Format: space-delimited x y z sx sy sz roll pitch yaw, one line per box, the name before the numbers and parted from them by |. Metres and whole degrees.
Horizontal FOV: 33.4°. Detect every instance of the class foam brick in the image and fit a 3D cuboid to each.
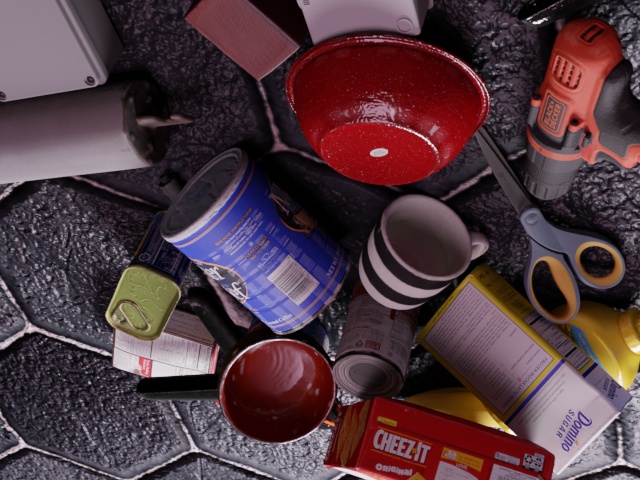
foam brick | -0.053 -0.172 0.814 0.078 0.053 0.051 39 132 -18

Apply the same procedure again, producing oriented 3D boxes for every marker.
marker | -0.112 -0.018 1.007 0.020 0.020 0.121 -18 125 31

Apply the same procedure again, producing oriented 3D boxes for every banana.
banana | 0.169 0.179 1.091 0.198 0.037 0.070 8 134 11

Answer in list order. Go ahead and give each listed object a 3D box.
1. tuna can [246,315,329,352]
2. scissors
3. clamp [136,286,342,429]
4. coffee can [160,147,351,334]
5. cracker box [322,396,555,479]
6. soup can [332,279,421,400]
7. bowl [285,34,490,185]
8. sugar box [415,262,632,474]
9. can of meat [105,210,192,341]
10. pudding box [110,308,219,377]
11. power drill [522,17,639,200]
tuna can | -0.035 0.107 1.091 0.086 0.033 0.086 9 135 9
scissors | 0.197 -0.021 0.899 0.096 0.016 0.202 -17 114 5
clamp | -0.070 0.132 1.075 0.210 0.036 0.165 19 129 -5
coffee can | -0.056 0.001 0.947 0.103 0.102 0.140 -29 119 37
cracker box | 0.100 0.199 0.975 0.164 0.072 0.214 18 168 -3
soup can | 0.054 0.090 0.997 0.068 0.102 0.068 9 135 9
bowl | 0.048 -0.089 0.824 0.162 0.055 0.162 7 153 3
sugar box | 0.179 0.113 0.954 0.176 0.048 0.093 43 124 14
can of meat | -0.158 0.033 1.024 0.057 0.084 0.102 25 135 -7
pudding box | -0.164 0.111 1.135 0.113 0.039 0.090 16 135 1
power drill | 0.231 -0.051 0.773 0.188 0.057 0.184 38 156 22
